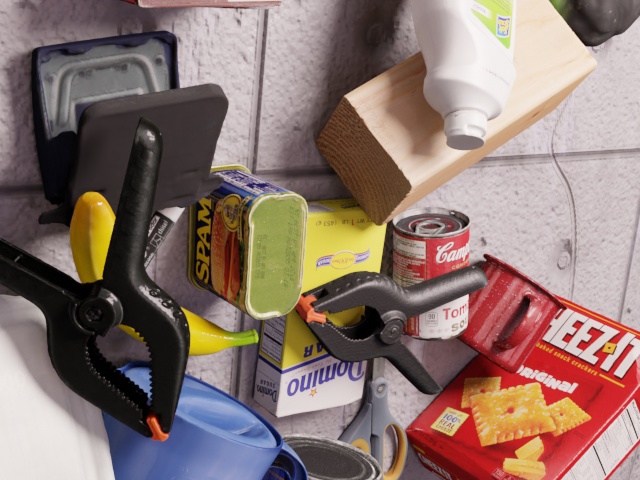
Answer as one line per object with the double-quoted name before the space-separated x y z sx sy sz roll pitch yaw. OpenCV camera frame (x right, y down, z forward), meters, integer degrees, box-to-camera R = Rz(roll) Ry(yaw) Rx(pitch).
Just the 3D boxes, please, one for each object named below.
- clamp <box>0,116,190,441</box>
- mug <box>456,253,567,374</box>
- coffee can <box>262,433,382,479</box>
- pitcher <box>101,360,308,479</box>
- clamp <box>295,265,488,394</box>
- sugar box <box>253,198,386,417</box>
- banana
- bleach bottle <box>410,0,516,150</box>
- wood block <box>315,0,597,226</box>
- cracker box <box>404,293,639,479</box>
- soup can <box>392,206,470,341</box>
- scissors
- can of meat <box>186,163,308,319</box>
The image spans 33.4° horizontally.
"clamp" -0.134 0.032 0.681 0.165 0.036 0.210 -26 107 12
"mug" 0.172 0.072 0.989 0.093 0.117 0.081 34 89 -12
"coffee can" -0.012 0.251 0.918 0.102 0.103 0.140 5 103 -38
"pitcher" -0.128 0.227 0.804 0.243 0.149 0.144 -63 155 4
"clamp" 0.054 0.076 0.883 0.171 0.039 0.120 3 106 -26
"sugar box" 0.000 0.055 0.894 0.093 0.048 0.176 -6 108 -35
"banana" -0.125 0.035 0.760 0.070 0.037 0.197 -36 135 8
"bleach bottle" 0.103 -0.191 0.799 0.102 0.068 0.251 17 67 -38
"wood block" 0.110 -0.110 0.867 0.205 0.091 0.090 -33 82 -24
"cracker box" 0.212 0.160 1.014 0.213 0.164 0.072 -43 129 -17
"soup can" 0.098 0.029 0.944 0.068 0.069 0.102 -16 116 -32
"scissors" 0.038 0.149 0.975 0.096 0.016 0.202 -27 120 -27
"can of meat" -0.055 0.001 0.808 0.057 0.084 0.102 -9 111 -35
